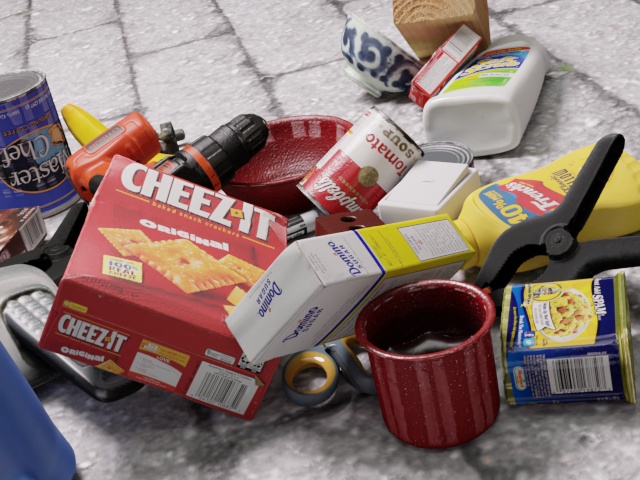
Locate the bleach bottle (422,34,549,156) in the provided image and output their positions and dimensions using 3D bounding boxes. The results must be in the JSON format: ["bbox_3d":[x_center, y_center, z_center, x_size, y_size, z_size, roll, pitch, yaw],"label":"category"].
[{"bbox_3d":[0.189,-0.170,1.160,0.103,0.068,0.250,-3,27,22],"label":"bleach bottle"}]

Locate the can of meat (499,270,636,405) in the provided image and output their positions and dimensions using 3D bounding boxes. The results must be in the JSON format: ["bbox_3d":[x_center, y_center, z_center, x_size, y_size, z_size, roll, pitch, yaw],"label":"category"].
[{"bbox_3d":[0.170,0.068,0.732,0.084,0.057,0.102,-6,28,17],"label":"can of meat"}]

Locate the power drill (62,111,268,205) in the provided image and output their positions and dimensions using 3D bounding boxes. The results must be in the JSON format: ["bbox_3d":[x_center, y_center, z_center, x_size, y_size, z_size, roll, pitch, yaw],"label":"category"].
[{"bbox_3d":[-0.158,-0.075,1.038,0.184,0.057,0.188,-38,30,-18],"label":"power drill"}]

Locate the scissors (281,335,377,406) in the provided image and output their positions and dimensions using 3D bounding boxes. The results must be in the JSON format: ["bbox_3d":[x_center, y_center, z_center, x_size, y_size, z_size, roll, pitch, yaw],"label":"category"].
[{"bbox_3d":[-0.013,0.075,0.838,0.096,0.016,0.202,-23,29,-23],"label":"scissors"}]

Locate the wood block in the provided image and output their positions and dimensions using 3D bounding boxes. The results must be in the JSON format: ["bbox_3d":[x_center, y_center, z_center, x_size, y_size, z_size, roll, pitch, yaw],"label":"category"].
[{"bbox_3d":[0.143,-0.273,1.233,0.090,0.091,0.206,-5,-4,14],"label":"wood block"}]

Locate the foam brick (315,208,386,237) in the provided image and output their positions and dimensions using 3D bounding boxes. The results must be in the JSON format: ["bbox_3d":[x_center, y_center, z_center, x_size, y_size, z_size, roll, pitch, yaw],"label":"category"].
[{"bbox_3d":[0.031,0.013,0.889,0.053,0.051,0.078,-10,25,-15],"label":"foam brick"}]

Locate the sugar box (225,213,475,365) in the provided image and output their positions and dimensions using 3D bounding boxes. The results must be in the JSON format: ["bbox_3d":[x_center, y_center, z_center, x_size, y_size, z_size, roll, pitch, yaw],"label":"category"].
[{"bbox_3d":[0.024,0.031,0.762,0.175,0.093,0.048,-7,56,-48],"label":"sugar box"}]

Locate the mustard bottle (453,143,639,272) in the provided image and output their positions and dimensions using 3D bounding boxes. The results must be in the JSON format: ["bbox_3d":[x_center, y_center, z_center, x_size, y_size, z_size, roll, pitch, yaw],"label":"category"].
[{"bbox_3d":[0.177,-0.019,0.887,0.191,0.058,0.096,-21,40,-13],"label":"mustard bottle"}]

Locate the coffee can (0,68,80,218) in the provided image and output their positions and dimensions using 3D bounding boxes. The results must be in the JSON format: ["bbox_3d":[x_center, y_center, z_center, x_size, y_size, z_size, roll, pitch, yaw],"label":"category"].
[{"bbox_3d":[-0.330,-0.104,1.174,0.103,0.140,0.103,-10,28,5],"label":"coffee can"}]

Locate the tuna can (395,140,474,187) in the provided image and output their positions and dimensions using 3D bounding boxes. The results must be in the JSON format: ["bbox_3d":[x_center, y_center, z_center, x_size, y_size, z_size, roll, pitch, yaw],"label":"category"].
[{"bbox_3d":[0.106,-0.062,1.023,0.086,0.034,0.086,-10,28,5],"label":"tuna can"}]

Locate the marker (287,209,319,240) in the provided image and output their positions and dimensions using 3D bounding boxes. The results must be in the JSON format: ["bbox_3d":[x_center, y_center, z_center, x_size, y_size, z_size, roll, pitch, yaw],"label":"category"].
[{"bbox_3d":[-0.057,0.001,0.992,0.121,0.020,0.020,-22,29,-16],"label":"marker"}]

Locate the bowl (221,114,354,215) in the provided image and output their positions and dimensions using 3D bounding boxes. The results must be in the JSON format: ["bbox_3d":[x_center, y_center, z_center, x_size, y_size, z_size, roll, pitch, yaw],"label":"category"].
[{"bbox_3d":[-0.035,-0.070,1.075,0.162,0.055,0.162,-10,28,5],"label":"bowl"}]

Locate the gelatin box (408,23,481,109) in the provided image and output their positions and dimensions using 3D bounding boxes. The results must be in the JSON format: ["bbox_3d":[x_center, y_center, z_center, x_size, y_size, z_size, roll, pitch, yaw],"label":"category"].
[{"bbox_3d":[0.135,-0.190,1.175,0.089,0.030,0.073,-49,-5,-1],"label":"gelatin box"}]

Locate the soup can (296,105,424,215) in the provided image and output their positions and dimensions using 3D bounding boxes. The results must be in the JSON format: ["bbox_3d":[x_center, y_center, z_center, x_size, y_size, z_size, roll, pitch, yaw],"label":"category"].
[{"bbox_3d":[0.037,-0.064,0.974,0.102,0.068,0.069,-47,31,3],"label":"soup can"}]

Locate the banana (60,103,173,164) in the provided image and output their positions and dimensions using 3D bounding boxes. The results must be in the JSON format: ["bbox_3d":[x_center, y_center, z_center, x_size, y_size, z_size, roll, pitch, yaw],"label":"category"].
[{"bbox_3d":[-0.197,-0.097,1.163,0.198,0.070,0.037,15,15,16],"label":"banana"}]

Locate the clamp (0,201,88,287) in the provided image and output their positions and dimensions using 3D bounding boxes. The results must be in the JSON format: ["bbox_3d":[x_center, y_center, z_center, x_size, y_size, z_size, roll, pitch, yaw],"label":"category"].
[{"bbox_3d":[-0.252,0.019,1.023,0.209,0.036,0.165,-31,32,-36],"label":"clamp"}]

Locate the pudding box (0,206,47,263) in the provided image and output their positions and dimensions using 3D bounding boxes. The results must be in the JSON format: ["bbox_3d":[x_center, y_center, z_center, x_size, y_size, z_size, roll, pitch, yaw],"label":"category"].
[{"bbox_3d":[-0.340,0.010,1.075,0.090,0.039,0.113,-3,29,19],"label":"pudding box"}]

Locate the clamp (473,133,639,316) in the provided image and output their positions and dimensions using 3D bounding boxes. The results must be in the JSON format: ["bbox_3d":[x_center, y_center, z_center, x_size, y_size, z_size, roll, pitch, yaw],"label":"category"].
[{"bbox_3d":[0.192,0.009,0.795,0.171,0.039,0.120,-44,45,10],"label":"clamp"}]

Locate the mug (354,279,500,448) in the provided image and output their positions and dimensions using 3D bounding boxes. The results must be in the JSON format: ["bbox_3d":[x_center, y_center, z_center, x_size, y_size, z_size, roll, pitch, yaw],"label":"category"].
[{"bbox_3d":[0.081,0.078,0.723,0.093,0.081,0.117,3,32,28],"label":"mug"}]

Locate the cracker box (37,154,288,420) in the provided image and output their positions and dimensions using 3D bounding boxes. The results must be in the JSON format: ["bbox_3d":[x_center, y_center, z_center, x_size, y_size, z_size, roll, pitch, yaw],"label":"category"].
[{"bbox_3d":[-0.111,0.027,0.832,0.164,0.072,0.213,21,27,-11],"label":"cracker box"}]
